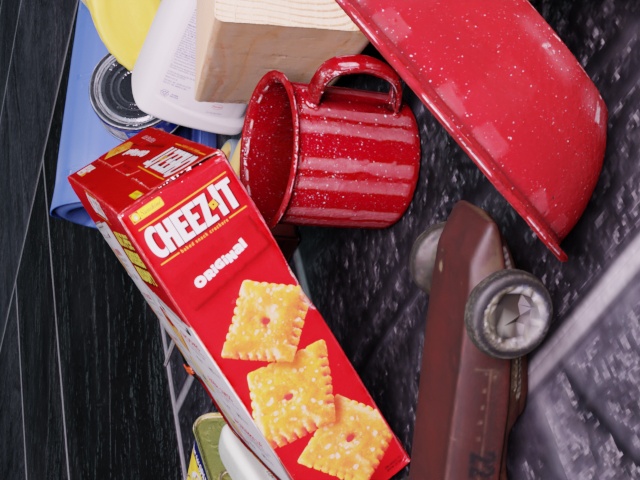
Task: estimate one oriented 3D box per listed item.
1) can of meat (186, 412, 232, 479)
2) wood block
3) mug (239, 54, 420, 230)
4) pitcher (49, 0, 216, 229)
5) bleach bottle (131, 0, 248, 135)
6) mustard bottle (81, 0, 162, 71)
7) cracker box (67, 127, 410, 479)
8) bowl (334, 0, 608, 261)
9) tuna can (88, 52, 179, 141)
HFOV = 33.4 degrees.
[{"bbox_3d":[-0.067,0.193,0.795,0.102,0.057,0.084,-119,37,-52],"label":"can of meat"},{"bbox_3d":[-0.026,-0.145,0.643,0.206,0.090,0.091,156,116,-79],"label":"wood block"},{"bbox_3d":[0.009,-0.057,0.617,0.093,0.081,0.117,-110,32,-43],"label":"mug"},{"bbox_3d":[-0.174,-0.133,1.020,0.145,0.149,0.243,126,147,-76],"label":"pitcher"},{"bbox_3d":[-0.055,-0.189,0.786,0.251,0.102,0.068,-53,36,42],"label":"bleach bottle"},{"bbox_3d":[-0.184,-0.223,0.925,0.192,0.058,0.096,53,165,53],"label":"mustard bottle"},{"bbox_3d":[-0.052,0.042,0.629,0.213,0.072,0.164,60,166,-20],"label":"cracker box"},{"bbox_3d":[0.068,-0.069,0.444,0.055,0.162,0.162,-40,38,9],"label":"bowl"},{"bbox_3d":[-0.160,-0.130,0.942,0.034,0.086,0.086,76,-170,-74],"label":"tuna can"}]
